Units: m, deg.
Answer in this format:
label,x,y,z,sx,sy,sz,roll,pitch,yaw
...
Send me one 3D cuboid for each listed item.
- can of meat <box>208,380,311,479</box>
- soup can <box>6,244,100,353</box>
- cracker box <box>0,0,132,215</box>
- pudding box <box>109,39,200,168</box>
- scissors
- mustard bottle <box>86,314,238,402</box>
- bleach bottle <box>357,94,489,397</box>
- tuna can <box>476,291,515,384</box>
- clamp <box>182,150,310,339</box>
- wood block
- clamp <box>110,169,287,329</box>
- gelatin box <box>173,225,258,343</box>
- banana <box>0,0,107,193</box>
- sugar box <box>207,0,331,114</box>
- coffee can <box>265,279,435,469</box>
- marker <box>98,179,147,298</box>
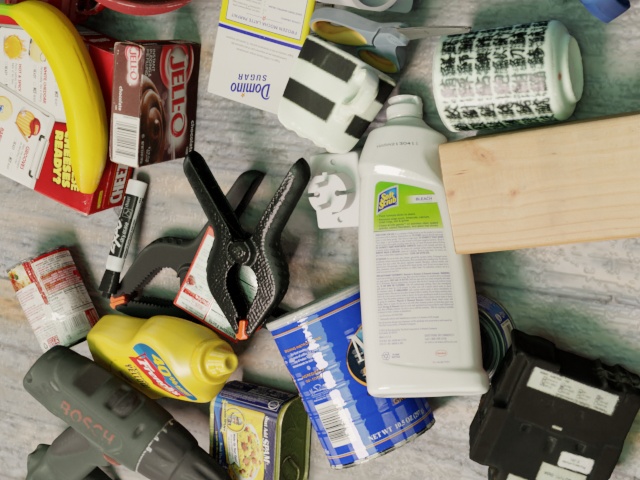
label,x,y,z,sx,sy,sz,roll,pitch,yaw
can of meat,-0.059,0.191,1.032,0.084,0.057,0.102,10,105,28
soup can,-0.275,0.064,1.113,0.069,0.068,0.102,-26,88,30
cracker box,-0.280,-0.142,1.071,0.214,0.072,0.164,24,111,21
pudding box,-0.154,-0.130,0.995,0.039,0.089,0.113,16,108,26
scissors,0.069,-0.154,0.846,0.202,0.096,0.016,22,82,48
mustard bottle,-0.141,0.113,1.015,0.192,0.058,0.096,-5,127,49
bleach bottle,0.083,0.002,0.886,0.102,0.068,0.251,-2,78,5
tuna can,0.125,0.089,0.925,0.086,0.033,0.086,6,103,27
clamp,-0.056,0.001,0.936,0.120,0.039,0.171,-2,104,31
wood block,0.207,-0.049,0.820,0.206,0.090,0.090,-7,98,29
clamp,-0.112,0.044,1.040,0.210,0.036,0.164,-24,88,26
gelatin box,-0.086,0.039,0.992,0.073,0.030,0.089,30,107,12
banana,-0.234,-0.144,0.987,0.070,0.037,0.198,-24,90,41
sugar box,-0.039,-0.206,0.944,0.093,0.048,0.176,21,114,23
coffee can,0.027,0.116,0.943,0.103,0.102,0.140,-25,88,30
marker,-0.197,-0.001,1.062,0.020,0.020,0.121,13,86,25
